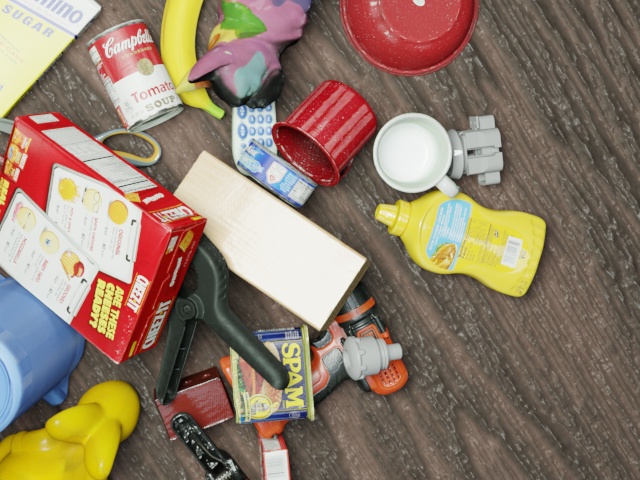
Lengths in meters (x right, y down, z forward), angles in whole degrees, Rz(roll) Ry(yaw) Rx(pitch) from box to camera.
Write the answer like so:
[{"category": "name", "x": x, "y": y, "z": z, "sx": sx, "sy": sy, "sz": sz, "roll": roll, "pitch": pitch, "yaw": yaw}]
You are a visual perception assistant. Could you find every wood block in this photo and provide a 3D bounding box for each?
[{"category": "wood block", "x": -0.057, "y": 0.001, "z": 1.137, "sx": 0.206, "sy": 0.090, "sz": 0.091, "roll": 34, "pitch": 90, "yaw": 7}]

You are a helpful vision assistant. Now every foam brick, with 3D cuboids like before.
[{"category": "foam brick", "x": -0.141, "y": 0.181, "z": 1.192, "sx": 0.078, "sy": 0.053, "sz": 0.051, "roll": -20, "pitch": 99, "yaw": -7}]

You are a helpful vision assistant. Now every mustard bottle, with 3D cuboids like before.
[{"category": "mustard bottle", "x": 0.154, "y": -0.006, "z": 1.213, "sx": 0.191, "sy": 0.058, "sz": 0.096, "roll": 17, "pitch": 92, "yaw": -10}]

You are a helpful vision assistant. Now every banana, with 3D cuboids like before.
[{"category": "banana", "x": -0.139, "y": -0.232, "z": 1.159, "sx": 0.069, "sy": 0.037, "sz": 0.198, "roll": -2, "pitch": 98, "yaw": -28}]

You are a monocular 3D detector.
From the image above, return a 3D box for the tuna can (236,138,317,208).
[{"category": "tuna can", "x": -0.047, "y": -0.071, "z": 1.137, "sx": 0.086, "sy": 0.086, "sz": 0.034, "roll": 35, "pitch": 93, "yaw": -11}]

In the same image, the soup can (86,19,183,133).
[{"category": "soup can", "x": -0.196, "y": -0.173, "z": 1.131, "sx": 0.068, "sy": 0.068, "sz": 0.102, "roll": -25, "pitch": 92, "yaw": -5}]

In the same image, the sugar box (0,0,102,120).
[{"category": "sugar box", "x": -0.323, "y": -0.211, "z": 1.125, "sx": 0.093, "sy": 0.048, "sz": 0.176, "roll": 41, "pitch": 91, "yaw": -12}]

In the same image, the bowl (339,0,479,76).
[{"category": "bowl", "x": 0.104, "y": -0.264, "z": 1.180, "sx": 0.162, "sy": 0.055, "sz": 0.162, "roll": -1, "pitch": 96, "yaw": -8}]

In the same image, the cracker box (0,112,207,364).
[{"category": "cracker box", "x": -0.234, "y": -0.006, "z": 1.076, "sx": 0.214, "sy": 0.072, "sz": 0.164, "roll": 35, "pitch": 117, "yaw": 19}]

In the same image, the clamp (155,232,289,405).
[{"category": "clamp", "x": -0.134, "y": 0.073, "z": 1.100, "sx": 0.165, "sy": 0.036, "sz": 0.210, "roll": -20, "pitch": 94, "yaw": 30}]

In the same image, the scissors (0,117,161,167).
[{"category": "scissors", "x": -0.272, "y": -0.085, "z": 1.143, "sx": 0.201, "sy": 0.016, "sz": 0.096, "roll": 1, "pitch": 103, "yaw": -21}]

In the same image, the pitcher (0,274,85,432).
[{"category": "pitcher", "x": -0.328, "y": 0.108, "z": 1.060, "sx": 0.149, "sy": 0.243, "sz": 0.145, "roll": 17, "pitch": 95, "yaw": -4}]

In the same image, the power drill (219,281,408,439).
[{"category": "power drill", "x": -0.015, "y": 0.122, "z": 1.203, "sx": 0.187, "sy": 0.057, "sz": 0.184, "roll": -29, "pitch": 96, "yaw": -4}]

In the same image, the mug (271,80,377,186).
[{"category": "mug", "x": 0.011, "y": -0.112, "z": 1.166, "sx": 0.081, "sy": 0.093, "sz": 0.117, "roll": -49, "pitch": 141, "yaw": -21}]

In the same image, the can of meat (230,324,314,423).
[{"category": "can of meat", "x": -0.052, "y": 0.144, "z": 1.143, "sx": 0.084, "sy": 0.057, "sz": 0.102, "roll": -4, "pitch": 90, "yaw": -3}]

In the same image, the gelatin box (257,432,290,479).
[{"category": "gelatin box", "x": -0.052, "y": 0.268, "z": 1.205, "sx": 0.030, "sy": 0.073, "sz": 0.089, "roll": -5, "pitch": 98, "yaw": -7}]

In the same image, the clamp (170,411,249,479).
[{"category": "clamp", "x": -0.102, "y": 0.262, "z": 1.154, "sx": 0.039, "sy": 0.120, "sz": 0.171, "roll": -29, "pitch": 143, "yaw": 3}]
